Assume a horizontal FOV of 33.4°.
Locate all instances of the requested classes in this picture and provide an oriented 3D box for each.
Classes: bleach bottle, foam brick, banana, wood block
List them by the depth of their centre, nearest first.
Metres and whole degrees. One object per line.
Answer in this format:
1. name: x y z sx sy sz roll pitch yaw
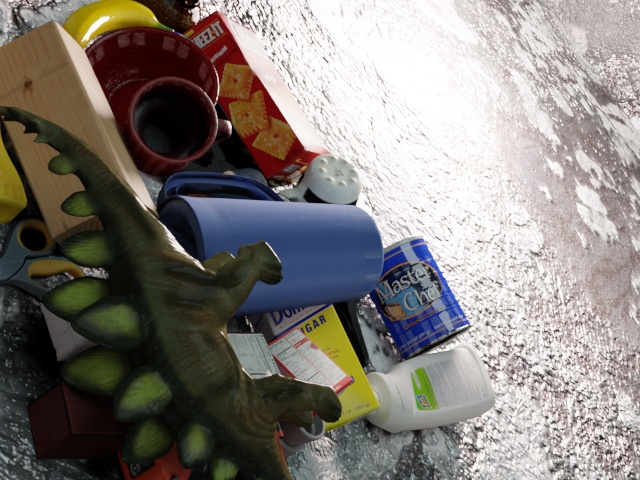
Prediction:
1. foam brick: -0.207 0.158 0.939 0.078 0.051 0.053 14 48 -48
2. wood block: -0.251 -0.101 1.068 0.206 0.091 0.090 64 2 15
3. banana: -0.257 -0.261 1.284 0.070 0.037 0.197 33 31 18
4. bleach bottle: 0.123 0.188 1.353 0.250 0.068 0.102 4 57 -50

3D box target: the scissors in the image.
1. scissors: -0.303 0.015 0.983 0.201 0.016 0.096 10 50 -50

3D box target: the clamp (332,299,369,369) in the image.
1. clamp: 0.012 0.069 1.332 0.120 0.039 0.171 30 45 -41

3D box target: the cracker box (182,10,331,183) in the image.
1. cracker box: -0.078 -0.182 1.387 0.214 0.072 0.164 58 11 6

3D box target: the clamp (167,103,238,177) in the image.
1. clamp: -0.140 -0.109 1.308 0.209 0.036 0.164 3 55 -57

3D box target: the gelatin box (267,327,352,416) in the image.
1. gelatin box: -0.020 0.140 1.138 0.089 0.030 0.073 42 29 12

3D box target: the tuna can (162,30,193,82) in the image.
1. tuna can: -0.187 -0.211 1.297 0.086 0.086 0.033 52 29 -4

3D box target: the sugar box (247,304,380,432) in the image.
1. sugar box: -0.012 0.129 1.217 0.093 0.048 0.176 -15 72 -35

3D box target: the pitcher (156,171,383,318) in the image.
1. pitcher: -0.059 0.008 1.149 0.242 0.145 0.149 -2 102 -35

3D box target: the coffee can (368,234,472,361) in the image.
1. coffee can: 0.123 0.077 1.421 0.102 0.103 0.140 -9 67 -56

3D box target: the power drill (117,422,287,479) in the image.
1. power drill: -0.116 0.177 1.040 0.187 0.057 0.184 9 49 -49

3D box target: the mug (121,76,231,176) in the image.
1. mug: -0.153 -0.116 1.129 0.117 0.082 0.093 -4 80 -22

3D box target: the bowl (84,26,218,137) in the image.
1. bowl: -0.200 -0.168 1.227 0.162 0.055 0.162 6 57 -9

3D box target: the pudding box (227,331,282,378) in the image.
1. pudding box: -0.084 0.135 1.039 0.113 0.039 0.090 9 46 -54
